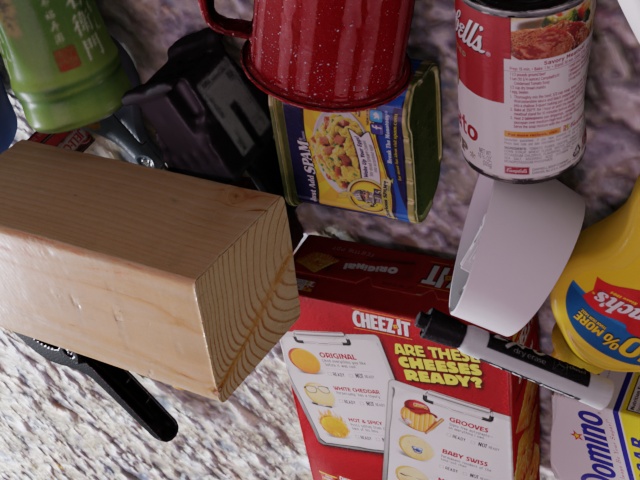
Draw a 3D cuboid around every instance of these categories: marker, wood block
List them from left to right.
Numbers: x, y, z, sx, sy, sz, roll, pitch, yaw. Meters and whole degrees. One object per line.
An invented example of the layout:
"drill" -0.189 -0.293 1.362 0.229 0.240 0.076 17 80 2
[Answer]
"wood block" -0.126 0.012 0.650 0.206 0.090 0.090 13 129 28
"marker" 0.111 0.068 0.618 0.121 0.020 0.020 22 140 -4

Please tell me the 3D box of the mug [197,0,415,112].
"mug" -0.005 -0.126 0.545 0.117 0.093 0.081 7 132 0

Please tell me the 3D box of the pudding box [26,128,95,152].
"pudding box" -0.225 -0.040 0.782 0.039 0.090 0.114 49 139 -13

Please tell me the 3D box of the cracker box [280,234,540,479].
"cracker box" 0.067 0.105 0.746 0.164 0.072 0.214 10 133 23

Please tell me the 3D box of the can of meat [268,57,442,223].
"can of meat" 0.023 -0.062 0.621 0.084 0.057 0.102 12 136 21

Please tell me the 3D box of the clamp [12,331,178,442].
"clamp" -0.207 0.095 0.944 0.210 0.036 0.165 22 138 17

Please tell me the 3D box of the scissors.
"scissors" -0.116 -0.071 0.735 0.201 0.016 0.096 39 140 -7

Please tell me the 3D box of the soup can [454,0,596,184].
"soup can" 0.102 -0.088 0.533 0.069 0.068 0.102 13 136 23
